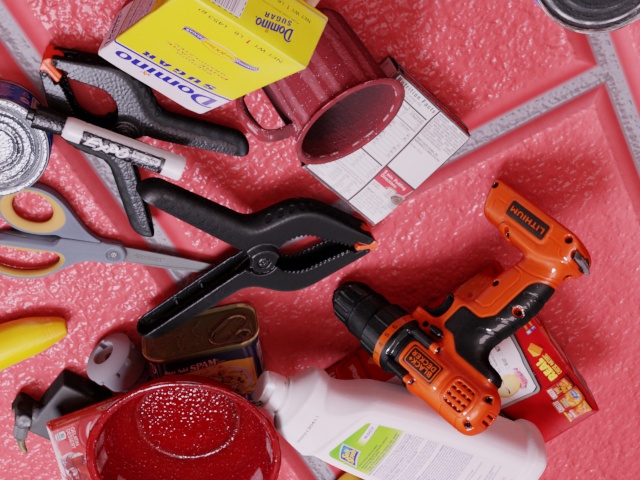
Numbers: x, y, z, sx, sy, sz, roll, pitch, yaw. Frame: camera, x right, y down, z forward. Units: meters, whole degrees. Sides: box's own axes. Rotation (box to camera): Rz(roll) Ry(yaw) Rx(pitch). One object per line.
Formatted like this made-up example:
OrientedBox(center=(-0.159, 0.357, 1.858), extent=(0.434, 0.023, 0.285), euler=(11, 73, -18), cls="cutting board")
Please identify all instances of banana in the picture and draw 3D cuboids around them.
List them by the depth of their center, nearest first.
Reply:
OrientedBox(center=(-0.305, 0.121, 0.923), extent=(0.198, 0.037, 0.069), euler=(-42, 139, 17), cls="banana")

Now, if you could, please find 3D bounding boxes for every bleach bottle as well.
OrientedBox(center=(0.063, 0.163, 0.916), extent=(0.250, 0.068, 0.103), euler=(24, 114, -17), cls="bleach bottle")

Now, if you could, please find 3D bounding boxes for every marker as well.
OrientedBox(center=(-0.160, -0.074, 0.795), extent=(0.121, 0.020, 0.020), euler=(20, 115, -15), cls="marker")

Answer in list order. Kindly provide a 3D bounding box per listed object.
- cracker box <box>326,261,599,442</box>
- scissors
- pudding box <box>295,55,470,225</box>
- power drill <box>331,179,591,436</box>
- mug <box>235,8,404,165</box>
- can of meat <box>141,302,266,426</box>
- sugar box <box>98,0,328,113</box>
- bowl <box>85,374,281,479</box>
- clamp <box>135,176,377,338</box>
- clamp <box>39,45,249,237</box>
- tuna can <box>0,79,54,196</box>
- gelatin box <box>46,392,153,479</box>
OrientedBox(center=(0.123, 0.143, 0.990), extent=(0.214, 0.072, 0.164), euler=(-34, 119, 12), cls="cracker box")
OrientedBox(center=(-0.179, -0.007, 0.878), extent=(0.201, 0.016, 0.096), euler=(-3, 121, -9), cls="scissors")
OrientedBox(center=(0.050, -0.079, 0.864), extent=(0.090, 0.039, 0.113), euler=(39, 106, -27), cls="pudding box")
OrientedBox(center=(0.119, 0.043, 0.898), extent=(0.187, 0.185, 0.057), euler=(-51, 149, 2), cls="power drill")
OrientedBox(center=(-0.008, -0.111, 0.787), extent=(0.117, 0.081, 0.093), euler=(-26, 158, -16), cls="mug")
OrientedBox(center=(-0.098, 0.111, 0.940), extent=(0.102, 0.057, 0.084), euler=(-12, 124, -2), cls="can of meat")
OrientedBox(center=(-0.079, -0.137, 0.724), extent=(0.093, 0.177, 0.048), euler=(30, 71, -23), cls="sugar box")
OrientedBox(center=(-0.114, 0.167, 0.901), extent=(0.162, 0.055, 0.162), euler=(-1, 120, -2), cls="bowl")
OrientedBox(center=(-0.056, 0.001, 0.876), extent=(0.209, 0.036, 0.164), euler=(-12, 135, -12), cls="clamp")
OrientedBox(center=(-0.154, -0.078, 0.828), extent=(0.171, 0.039, 0.120), euler=(34, 105, -23), cls="clamp")
OrientedBox(center=(-0.248, -0.077, 0.813), extent=(0.086, 0.034, 0.086), euler=(-4, 121, -8), cls="tuna can")
OrientedBox(center=(-0.192, 0.188, 0.935), extent=(0.073, 0.030, 0.089), euler=(-18, 106, -21), cls="gelatin box")
